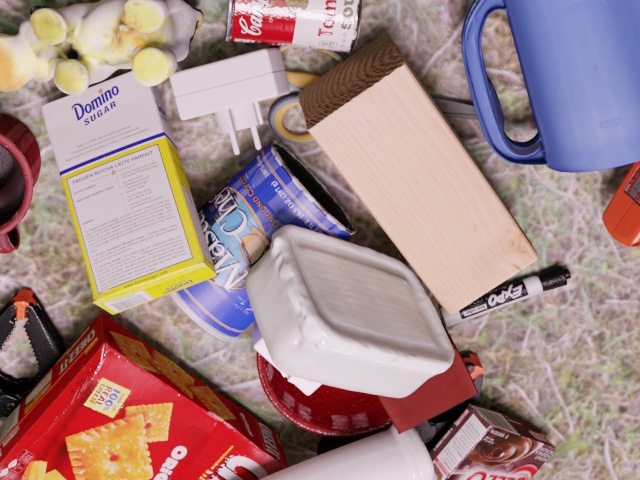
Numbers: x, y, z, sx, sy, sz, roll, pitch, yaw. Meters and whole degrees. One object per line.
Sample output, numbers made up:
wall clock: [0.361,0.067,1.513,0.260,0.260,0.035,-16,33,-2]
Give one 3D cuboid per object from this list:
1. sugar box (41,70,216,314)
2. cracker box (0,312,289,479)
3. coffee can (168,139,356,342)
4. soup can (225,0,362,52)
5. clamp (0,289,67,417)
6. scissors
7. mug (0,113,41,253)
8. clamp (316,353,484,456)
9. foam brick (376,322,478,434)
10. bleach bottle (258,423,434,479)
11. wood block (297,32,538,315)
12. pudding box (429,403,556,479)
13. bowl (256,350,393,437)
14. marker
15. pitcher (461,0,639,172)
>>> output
sugar box: [-0.152,-0.040,0.844,0.093,0.048,0.176,-20,70,4]
cracker box: [-0.159,0.190,0.936,0.213,0.072,0.164,39,98,-23]
coffee can: [-0.056,0.001,0.885,0.140,0.103,0.102,-42,108,10]
soup can: [-0.022,-0.186,0.839,0.102,0.068,0.068,5,109,-7]
clamp: [-0.284,0.145,0.952,0.164,0.036,0.210,1,110,-8]
scissors: [0.044,-0.104,0.901,0.201,0.016,0.096,23,108,-12]
mug: [-0.268,-0.046,0.862,0.093,0.081,0.117,-18,110,2]
clamp: [0.080,0.168,0.989,0.120,0.039,0.171,27,104,-22]
foam brick: [0.086,0.115,0.904,0.078,0.053,0.051,-28,109,6]
bleach bottle: [-0.030,0.235,0.914,0.250,0.068,0.102,-14,132,-16]
wood block: [0.080,-0.053,0.870,0.091,0.090,0.206,-34,115,10]
pudding box: [0.153,0.204,0.986,0.113,0.039,0.090,26,107,-40]
bowl: [0.023,0.092,0.948,0.162,0.055,0.162,-1,110,-4]
marker: [0.168,0.050,0.964,0.121,0.020,0.020,-20,110,2]
pitcher: [0.195,-0.180,0.831,0.149,0.145,0.243,-32,109,-31]
